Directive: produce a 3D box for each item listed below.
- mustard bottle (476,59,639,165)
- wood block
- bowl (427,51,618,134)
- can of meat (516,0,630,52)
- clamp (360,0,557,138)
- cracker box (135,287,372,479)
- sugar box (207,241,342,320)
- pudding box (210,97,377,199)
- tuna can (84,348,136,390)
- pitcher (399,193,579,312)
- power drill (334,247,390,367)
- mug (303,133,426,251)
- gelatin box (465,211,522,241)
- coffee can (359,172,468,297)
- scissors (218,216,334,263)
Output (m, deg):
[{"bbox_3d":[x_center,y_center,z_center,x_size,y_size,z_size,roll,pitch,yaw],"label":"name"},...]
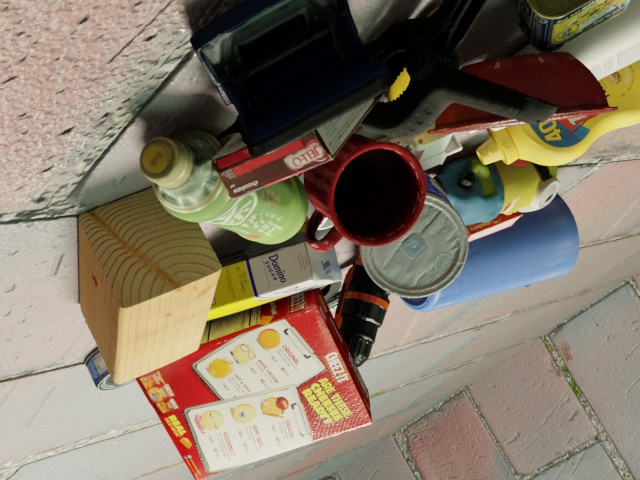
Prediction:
[{"bbox_3d":[0.245,-0.131,1.078,0.191,0.096,0.058,-29,167,1],"label":"mustard bottle"},{"bbox_3d":[-0.156,0.044,0.944,0.090,0.091,0.206,-23,163,-20],"label":"wood block"},{"bbox_3d":[0.169,-0.127,0.914,0.162,0.055,0.162,-7,-176,0],"label":"bowl"},{"bbox_3d":[0.210,-0.206,0.868,0.102,0.057,0.084,-29,166,2],"label":"can of meat"},{"bbox_3d":[0.088,-0.124,0.784,0.036,0.164,0.210,14,148,-36],"label":"clamp"},{"bbox_3d":[-0.072,0.153,1.164,0.214,0.164,0.072,-20,-154,9],"label":"cracker box"},{"bbox_3d":[-0.075,0.046,1.082,0.176,0.048,0.093,-15,173,18],"label":"sugar box"},{"bbox_3d":[-0.018,-0.080,0.782,0.090,0.039,0.113,-19,-158,30],"label":"pudding box"},{"bbox_3d":[-0.222,0.136,1.212,0.086,0.034,0.086,-26,164,-9],"label":"tuna can"},{"bbox_3d":[0.214,0.005,1.409,0.242,0.149,0.145,-15,174,-30],"label":"pitcher"},{"bbox_3d":[0.053,0.076,1.295,0.188,0.057,0.184,110,-1,-75],"label":"power drill"},{"bbox_3d":[0.028,-0.040,0.948,0.117,0.093,0.082,-54,-153,0],"label":"mug"},{"bbox_3d":[0.190,-0.043,1.289,0.089,0.073,0.030,-19,161,-31],"label":"gelatin box"},{"bbox_3d":[0.088,-0.011,1.069,0.103,0.103,0.140,-31,-168,7],"label":"coffee can"},{"bbox_3d":[-0.057,0.001,1.103,0.202,0.016,0.096,-16,-168,16],"label":"scissors"}]
